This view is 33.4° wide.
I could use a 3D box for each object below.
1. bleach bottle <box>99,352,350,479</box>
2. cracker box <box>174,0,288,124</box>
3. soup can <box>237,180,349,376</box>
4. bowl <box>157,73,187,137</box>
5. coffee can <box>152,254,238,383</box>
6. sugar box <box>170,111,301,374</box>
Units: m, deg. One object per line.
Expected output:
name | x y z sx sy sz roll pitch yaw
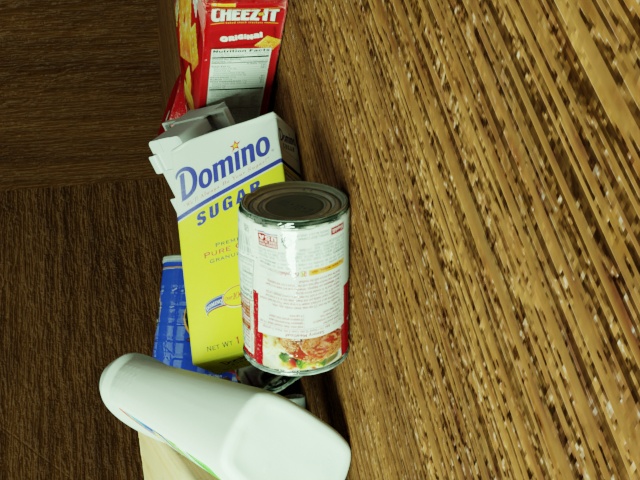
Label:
bleach bottle | -0.090 0.131 0.781 0.251 0.102 0.068 7 61 56
cracker box | -0.082 -0.205 0.904 0.214 0.072 0.164 108 154 -65
soup can | -0.016 0.022 0.655 0.068 0.068 0.102 -115 22 -63
bowl | -0.143 -0.132 1.176 0.162 0.055 0.162 -163 90 -76
coffee can | -0.125 0.092 1.141 0.103 0.102 0.140 140 136 -78
sugar box | -0.055 0.001 0.786 0.048 0.093 0.176 34 -138 -63
